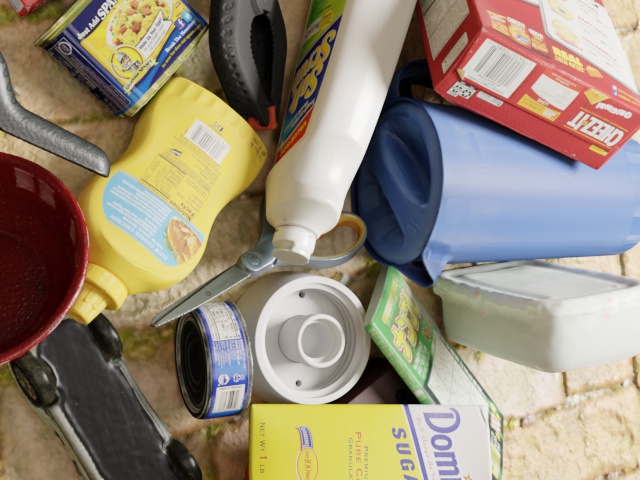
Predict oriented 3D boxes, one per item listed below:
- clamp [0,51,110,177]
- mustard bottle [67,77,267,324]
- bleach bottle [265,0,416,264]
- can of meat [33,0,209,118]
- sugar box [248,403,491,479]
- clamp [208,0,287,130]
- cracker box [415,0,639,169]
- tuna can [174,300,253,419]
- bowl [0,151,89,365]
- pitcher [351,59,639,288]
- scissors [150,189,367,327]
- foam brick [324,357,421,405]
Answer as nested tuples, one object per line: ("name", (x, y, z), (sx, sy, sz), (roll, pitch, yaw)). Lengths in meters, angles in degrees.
("clamp", (-0.224, -0.067, 0.661), (0.120, 0.039, 0.171), (-49, 115, -20))
("mustard bottle", (-0.122, -0.021, 0.768), (0.096, 0.058, 0.191), (40, 61, -17))
("bleach bottle", (0.012, -0.103, 0.810), (0.068, 0.103, 0.250), (24, 68, -24))
("can of meat", (-0.143, -0.152, 0.784), (0.084, 0.058, 0.102), (44, 71, -19))
("sugar box", (0.036, 0.167, 0.781), (0.176, 0.048, 0.093), (0, 73, -4))
("clamp", (-0.062, -0.187, 0.798), (0.164, 0.036, 0.210), (-18, 107, -64))
("cracker box", (0.158, -0.173, 0.858), (0.164, 0.072, 0.213), (21, 39, -23))
("tuna can", (-0.080, 0.088, 0.786), (0.033, 0.086, 0.086), (-4, 89, -24))
("bowl", (-0.232, 0.021, 0.713), (0.162, 0.055, 0.162), (1, 64, -2))
("pitcher", (0.156, -0.053, 0.885), (0.242, 0.145, 0.149), (1, 117, -29))
("scissors", (-0.055, 0.001, 0.808), (0.201, 0.016, 0.096), (-15, 61, -31))
("foam brick", (0.039, 0.137, 0.858), (0.078, 0.051, 0.053), (-37, 103, -22))
